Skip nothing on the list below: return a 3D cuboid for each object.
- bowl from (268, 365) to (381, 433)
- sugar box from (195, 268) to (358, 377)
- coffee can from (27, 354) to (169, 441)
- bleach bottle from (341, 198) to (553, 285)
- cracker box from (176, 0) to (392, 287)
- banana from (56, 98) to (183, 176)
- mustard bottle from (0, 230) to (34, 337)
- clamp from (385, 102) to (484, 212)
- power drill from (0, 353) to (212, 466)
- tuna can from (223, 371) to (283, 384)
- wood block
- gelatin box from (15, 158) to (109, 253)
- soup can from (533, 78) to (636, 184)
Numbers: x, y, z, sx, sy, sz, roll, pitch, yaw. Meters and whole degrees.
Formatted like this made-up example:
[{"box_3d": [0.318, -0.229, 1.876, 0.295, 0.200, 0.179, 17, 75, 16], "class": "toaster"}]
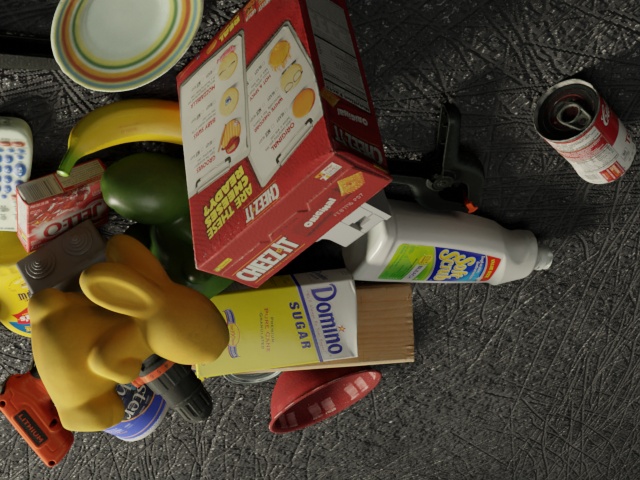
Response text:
[{"box_3d": [-0.004, 0.187, 1.383, 0.162, 0.055, 0.162, -23, 157, -11], "class": "bowl"}, {"box_3d": [-0.049, 0.087, 1.132, 0.176, 0.048, 0.093, -6, 107, -9], "class": "sugar box"}, {"box_3d": [-0.260, 0.169, 1.265, 0.103, 0.103, 0.140, -28, 142, 22], "class": "coffee can"}, {"box_3d": [0.155, 0.006, 1.192, 0.250, 0.068, 0.103, 4, 142, -25], "class": "bleach bottle"}, {"box_3d": [-0.037, -0.094, 0.861, 0.072, 0.214, 0.164, 21, 134, -38], "class": "cracker box"}, {"box_3d": [-0.142, -0.094, 0.965, 0.197, 0.069, 0.037, -4, 180, -21], "class": "banana"}, {"box_3d": [-0.299, 0.054, 1.131, 0.096, 0.058, 0.191, -19, 147, -10], "class": "mustard bottle"}, {"box_3d": [0.124, -0.078, 1.085, 0.120, 0.039, 0.171, -30, 148, 31], "class": "clamp"}, {"box_3d": [-0.231, 0.158, 1.137, 0.188, 0.057, 0.184, -35, 100, 5], "class": "power drill"}, {"box_3d": [-0.084, 0.147, 1.344, 0.086, 0.034, 0.086, -8, 145, -6], "class": "tuna can"}, {"box_3d": [-0.005, 0.097, 1.221, 0.206, 0.091, 0.090, -2, -179, -13], "class": "wood block"}, {"box_3d": [-0.245, -0.033, 1.021, 0.089, 0.030, 0.073, -23, 151, -29], "class": "gelatin box"}, {"box_3d": [0.264, -0.106, 1.059, 0.069, 0.068, 0.102, -29, 142, 24], "class": "soup can"}]
